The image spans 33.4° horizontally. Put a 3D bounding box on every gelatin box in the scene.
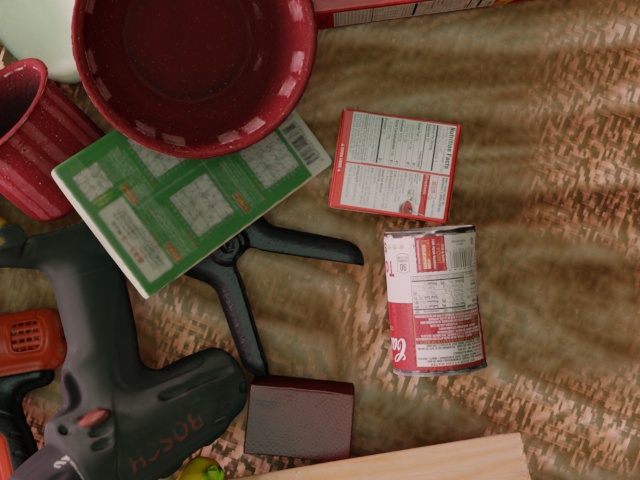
[{"bbox_3d":[0.055,-0.054,0.783,0.089,0.030,0.073,8,92,1],"label":"gelatin box"}]

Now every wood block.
[{"bbox_3d":[0.047,0.206,0.751,0.206,0.091,0.090,-10,57,3],"label":"wood block"}]

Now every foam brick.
[{"bbox_3d":[-0.015,0.130,0.783,0.078,0.051,0.053,7,92,1],"label":"foam brick"}]

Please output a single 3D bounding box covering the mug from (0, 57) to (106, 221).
[{"bbox_3d":[-0.210,-0.067,0.759,0.081,0.117,0.093,47,59,-40],"label":"mug"}]

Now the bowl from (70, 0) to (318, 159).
[{"bbox_3d":[-0.086,-0.138,0.720,0.162,0.055,0.162,-2,100,-13],"label":"bowl"}]

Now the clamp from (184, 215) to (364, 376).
[{"bbox_3d":[-0.055,0.001,0.786,0.120,0.039,0.171,-40,90,-7],"label":"clamp"}]

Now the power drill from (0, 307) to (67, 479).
[{"bbox_3d":[-0.266,0.149,0.769,0.184,0.057,0.187,-11,78,2],"label":"power drill"}]

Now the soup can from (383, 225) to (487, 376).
[{"bbox_3d":[0.082,0.042,0.767,0.068,0.068,0.102,-5,92,2],"label":"soup can"}]
